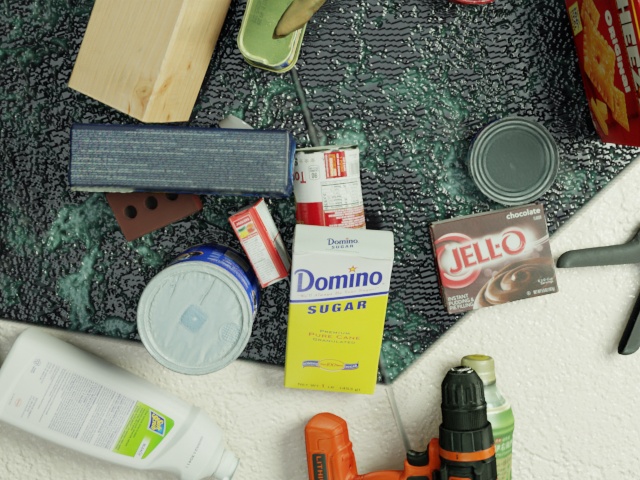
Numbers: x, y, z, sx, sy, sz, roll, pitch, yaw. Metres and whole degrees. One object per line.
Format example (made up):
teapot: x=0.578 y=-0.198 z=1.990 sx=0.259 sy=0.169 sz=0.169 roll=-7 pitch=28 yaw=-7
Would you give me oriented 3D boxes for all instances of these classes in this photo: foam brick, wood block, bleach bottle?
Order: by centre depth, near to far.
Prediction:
wood block: x=-0.141 y=-0.220 z=0.976 sx=0.091 sy=0.090 sz=0.206 roll=26 pitch=105 yaw=16
foam brick: x=-0.161 y=-0.038 z=1.040 sx=0.078 sy=0.051 sz=0.053 roll=-24 pitch=96 yaw=4
bleach bottle: x=-0.201 y=0.183 z=1.064 sx=0.250 sy=0.068 sz=0.102 roll=27 pitch=97 yaw=-5

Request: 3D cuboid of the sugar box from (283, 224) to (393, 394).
sugar box: x=0.015 y=0.069 z=1.015 sx=0.093 sy=0.048 sz=0.176 roll=4 pitch=130 yaw=0

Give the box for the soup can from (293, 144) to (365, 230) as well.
soup can: x=0.008 y=-0.039 z=1.030 sx=0.068 sy=0.068 sz=0.102 roll=-5 pitch=97 yaw=1

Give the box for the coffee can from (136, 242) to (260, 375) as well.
coffee can: x=-0.111 y=0.061 z=1.007 sx=0.103 sy=0.140 sz=0.103 roll=0 pitch=97 yaw=0

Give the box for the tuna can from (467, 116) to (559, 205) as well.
tuna can: x=0.187 y=-0.078 z=1.040 sx=0.086 sy=0.034 sz=0.086 roll=0 pitch=97 yaw=0

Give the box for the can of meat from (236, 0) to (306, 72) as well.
can of meat: x=-0.042 y=-0.211 z=1.001 sx=0.057 sy=0.084 sz=0.102 roll=16 pitch=97 yaw=-2

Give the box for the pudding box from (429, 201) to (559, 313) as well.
pudding box: x=0.169 y=0.016 z=1.049 sx=0.113 sy=0.039 sz=0.090 roll=-12 pitch=97 yaw=2

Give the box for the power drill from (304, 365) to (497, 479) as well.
power drill: x=0.078 y=0.208 z=1.027 sx=0.188 sy=0.057 sz=0.184 roll=-1 pitch=97 yaw=30

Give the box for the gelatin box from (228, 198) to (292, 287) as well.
gelatin box: x=-0.057 y=0.001 z=1.025 sx=0.030 sy=0.089 sz=0.073 roll=-25 pitch=96 yaw=5
